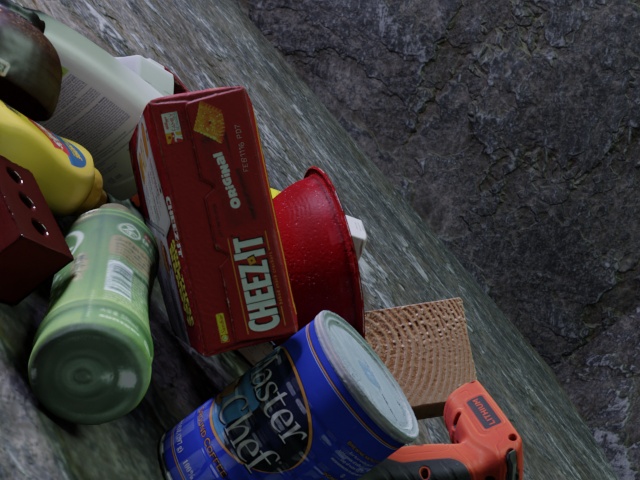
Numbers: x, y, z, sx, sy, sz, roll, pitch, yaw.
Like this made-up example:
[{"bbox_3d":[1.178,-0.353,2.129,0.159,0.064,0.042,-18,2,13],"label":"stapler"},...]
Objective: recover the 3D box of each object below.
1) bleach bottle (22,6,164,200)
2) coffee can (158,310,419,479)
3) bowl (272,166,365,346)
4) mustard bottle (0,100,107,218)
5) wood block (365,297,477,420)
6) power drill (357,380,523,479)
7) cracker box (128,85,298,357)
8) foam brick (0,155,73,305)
[{"bbox_3d":[-0.215,-0.134,0.857,0.250,0.103,0.068,42,15,-43],"label":"bleach bottle"},{"bbox_3d":[-0.021,0.128,0.707,0.102,0.140,0.103,50,11,-13],"label":"coffee can"},{"bbox_3d":[-0.016,0.028,0.803,0.162,0.055,0.162,170,-90,-77],"label":"bowl"},{"bbox_3d":[-0.212,-0.061,0.740,0.096,0.058,0.191,34,-2,33],"label":"mustard bottle"},{"bbox_3d":[0.094,0.120,1.015,0.206,0.091,0.090,70,11,-76],"label":"wood block"},{"bbox_3d":[0.047,0.161,0.825,0.184,0.187,0.057,-122,-155,-60],"label":"power drill"},{"bbox_3d":[-0.081,-0.010,0.762,0.214,0.072,0.164,173,-96,-76],"label":"cracker box"},{"bbox_3d":[-0.197,-0.009,0.653,0.078,0.051,0.053,57,11,27],"label":"foam brick"}]
